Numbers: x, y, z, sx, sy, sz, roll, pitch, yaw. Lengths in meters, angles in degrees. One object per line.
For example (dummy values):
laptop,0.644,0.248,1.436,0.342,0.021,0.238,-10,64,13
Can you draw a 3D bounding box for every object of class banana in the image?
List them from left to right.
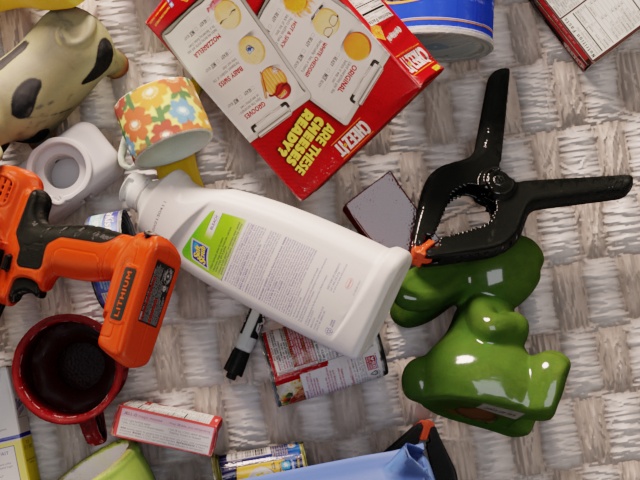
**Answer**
banana,-0.113,-0.061,0.967,0.069,0.037,0.198,-9,87,0

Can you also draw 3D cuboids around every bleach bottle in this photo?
bleach bottle,-0.056,0.001,0.902,0.251,0.068,0.103,27,101,13

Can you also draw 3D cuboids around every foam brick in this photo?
foam brick,0.063,-0.014,0.962,0.053,0.051,0.078,-35,88,-3

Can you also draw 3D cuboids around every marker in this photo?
marker,-0.058,0.070,0.969,0.020,0.020,0.121,24,86,0

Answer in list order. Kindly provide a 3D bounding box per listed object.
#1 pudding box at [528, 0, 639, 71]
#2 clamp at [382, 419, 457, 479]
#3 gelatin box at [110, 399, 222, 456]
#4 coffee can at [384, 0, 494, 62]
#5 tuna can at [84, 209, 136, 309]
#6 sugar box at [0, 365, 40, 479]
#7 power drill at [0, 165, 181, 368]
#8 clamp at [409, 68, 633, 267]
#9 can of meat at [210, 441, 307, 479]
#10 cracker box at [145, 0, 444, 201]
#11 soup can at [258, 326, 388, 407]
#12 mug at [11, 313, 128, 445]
pudding box,0.263,-0.226,0.988,0.113,0.039,0.090,-36,88,-2
clamp,0.068,0.245,0.952,0.120,0.039,0.171,5,80,-6
gelatin box,-0.133,0.163,0.934,0.089,0.073,0.030,12,86,-1
coffee can,0.105,-0.239,0.952,0.103,0.103,0.140,3,86,-2
tuna can,-0.180,0.018,0.936,0.033,0.086,0.086,-10,87,-1
sugar box,-0.299,0.205,0.942,0.093,0.048,0.176,-12,83,-3
power drill,-0.219,0.042,0.863,0.188,0.057,0.184,15,83,19
clamp,0.150,-0.055,0.941,0.209,0.036,0.165,-33,71,-18
can of meat,-0.048,0.232,0.940,0.084,0.057,0.102,-9,87,-5
cracker box,-0.025,-0.169,0.921,0.214,0.072,0.164,48,126,0
soup can,0.002,0.101,0.944,0.102,0.068,0.068,-16,87,-3
mug,-0.208,0.121,0.930,0.093,0.081,0.117,-20,87,-3
